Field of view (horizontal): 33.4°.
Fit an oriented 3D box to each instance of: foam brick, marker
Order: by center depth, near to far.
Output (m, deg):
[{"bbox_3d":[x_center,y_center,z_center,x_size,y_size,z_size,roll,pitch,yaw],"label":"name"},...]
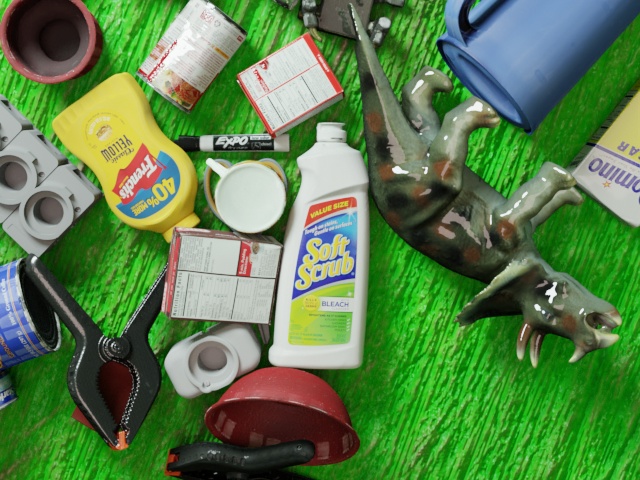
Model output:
[{"bbox_3d":[-0.093,-0.101,1.113,0.121,0.020,0.020,-1,97,-1],"label":"marker"},{"bbox_3d":[-0.220,0.160,1.126,0.051,0.053,0.078,28,94,-4],"label":"foam brick"}]

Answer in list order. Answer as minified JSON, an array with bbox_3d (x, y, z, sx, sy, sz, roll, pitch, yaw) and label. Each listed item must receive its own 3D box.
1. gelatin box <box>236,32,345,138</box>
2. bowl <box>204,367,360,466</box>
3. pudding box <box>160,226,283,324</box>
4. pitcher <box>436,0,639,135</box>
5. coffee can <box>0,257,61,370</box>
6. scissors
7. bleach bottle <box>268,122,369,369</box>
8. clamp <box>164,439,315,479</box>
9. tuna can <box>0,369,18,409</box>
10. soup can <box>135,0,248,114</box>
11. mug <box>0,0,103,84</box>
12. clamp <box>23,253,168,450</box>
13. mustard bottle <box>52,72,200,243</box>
[{"bbox_3d":[-0.031,-0.158,1.095,0.089,0.030,0.073,-31,83,1],"label":"gelatin box"},{"bbox_3d":[-0.035,0.176,1.103,0.162,0.162,0.055,13,56,-2],"label":"bowl"},{"bbox_3d":[-0.100,0.037,1.088,0.113,0.039,0.090,6,100,-21],"label":"pudding box"},{"bbox_3d":[0.236,-0.237,1.045,0.145,0.149,0.243,45,91,6],"label":"pitcher"},{"bbox_3d":[-0.351,0.089,1.090,0.140,0.103,0.103,-20,97,1],"label":"coffee can"},{"bbox_3d":[-0.057,0.001,1.128,0.096,0.016,0.202,-24,97,2],"label":"scissors"},{"bbox_3d":[0.000,0.004,1.107,0.102,0.068,0.251,1,94,-1],"label":"bleach bottle"},{"bbox_3d":[-0.078,0.234,1.117,0.171,0.039,0.120,6,138,-1],"label":"clamp"},{"bbox_3d":[-0.360,0.165,1.108,0.086,0.086,0.034,-20,95,1],"label":"tuna can"},{"bbox_3d":[-0.129,-0.189,1.078,0.068,0.068,0.102,37,94,-5],"label":"soup can"},{"bbox_3d":[-0.276,-0.203,1.067,0.117,0.081,0.093,3,97,-1],"label":"mug"},{"bbox_3d":[-0.219,0.105,1.075,0.164,0.036,0.210,5,76,-20],"label":"clamp"},{"bbox_3d":[-0.183,-0.069,1.096,0.096,0.058,0.191,-33,97,11],"label":"mustard bottle"}]
